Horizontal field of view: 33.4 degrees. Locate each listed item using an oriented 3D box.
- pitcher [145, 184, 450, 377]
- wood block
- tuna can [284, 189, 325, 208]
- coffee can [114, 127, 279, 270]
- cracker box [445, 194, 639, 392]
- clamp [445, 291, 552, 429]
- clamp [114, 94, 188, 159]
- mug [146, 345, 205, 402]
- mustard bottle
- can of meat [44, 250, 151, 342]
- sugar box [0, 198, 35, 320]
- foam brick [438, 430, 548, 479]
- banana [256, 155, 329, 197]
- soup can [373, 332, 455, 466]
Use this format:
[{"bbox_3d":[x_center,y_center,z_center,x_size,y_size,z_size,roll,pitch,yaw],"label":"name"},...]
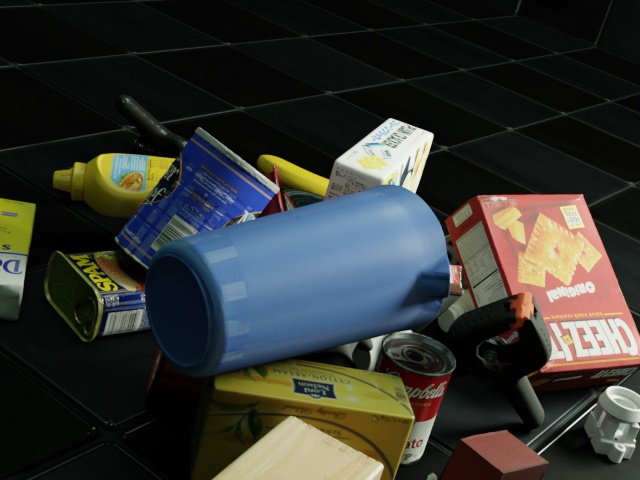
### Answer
[{"bbox_3d":[-0.025,0.032,0.892,0.242,0.149,0.145,-12,68,-39],"label":"pitcher"},{"bbox_3d":[-0.046,0.218,0.749,0.090,0.091,0.205,25,26,21],"label":"wood block"},{"bbox_3d":[-0.018,-0.032,1.362,0.086,0.034,0.086,13,25,-6],"label":"tuna can"},{"bbox_3d":[-0.123,-0.027,1.068,0.103,0.140,0.103,37,1,-1],"label":"coffee can"},{"bbox_3d":[0.250,0.054,1.176,0.163,0.072,0.214,-1,62,-31],"label":"cracker box"},{"bbox_3d":[0.147,0.110,0.996,0.164,0.210,0.036,10,55,4],"label":"clamp"},{"bbox_3d":[-0.197,-0.124,1.382,0.172,0.039,0.120,29,-13,26],"label":"clamp"},{"bbox_3d":[-0.106,0.103,0.972,0.081,0.093,0.117,16,3,-10],"label":"mug"},{"bbox_3d":[-0.192,-0.058,1.157,0.191,0.058,0.096,5,34,-9],"label":"mustard bottle"},{"bbox_3d":[-0.209,0.051,1.049,0.083,0.057,0.102,-4,32,-42],"label":"can of meat"},{"bbox_3d":[-0.339,0.011,1.068,0.093,0.048,0.176,9,24,-15],"label":"sugar box"},{"bbox_3d":[0.150,0.204,0.928,0.078,0.053,0.051,1,28,-47],"label":"foam brick"},{"bbox_3d":[-0.016,-0.079,1.459,0.198,0.037,0.069,27,28,23],"label":"banana"},{"bbox_3d":[0.075,0.143,0.964,0.068,0.102,0.068,13,25,-6],"label":"soup can"}]
